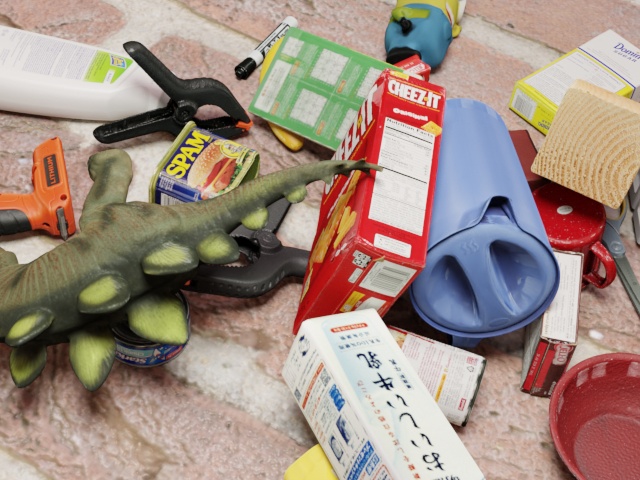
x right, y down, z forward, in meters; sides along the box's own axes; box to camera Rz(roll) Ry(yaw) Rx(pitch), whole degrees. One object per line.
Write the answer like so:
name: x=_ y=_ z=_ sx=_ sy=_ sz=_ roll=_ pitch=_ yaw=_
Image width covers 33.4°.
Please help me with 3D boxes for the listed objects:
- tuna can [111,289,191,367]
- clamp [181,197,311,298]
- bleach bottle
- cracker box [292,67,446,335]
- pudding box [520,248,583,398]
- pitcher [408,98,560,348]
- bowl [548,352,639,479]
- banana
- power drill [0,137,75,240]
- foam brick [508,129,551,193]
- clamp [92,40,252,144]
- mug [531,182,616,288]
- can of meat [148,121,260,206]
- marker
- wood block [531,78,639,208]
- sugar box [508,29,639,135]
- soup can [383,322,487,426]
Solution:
tuna can: x=-0.165 y=0.076 z=1.011 sx=0.086 sy=0.034 sz=0.086 roll=3 pitch=50 yaw=-4
clamp: x=-0.057 y=0.001 z=1.066 sx=0.209 sy=0.036 sz=0.165 roll=-11 pitch=51 yaw=-29
bleach bottle: x=-0.264 y=-0.173 z=1.190 sx=0.251 sy=0.068 sz=0.102 roll=12 pitch=51 yaw=1
cracker box: x=0.044 y=-0.028 z=0.990 sx=0.072 sy=0.164 sz=0.213 roll=19 pitch=52 yaw=-11
pudding box: x=0.220 y=0.078 z=1.012 sx=0.039 sy=0.090 sz=0.113 roll=11 pitch=50 yaw=3
pitcher: x=0.141 y=-0.024 z=1.033 sx=0.145 sy=0.149 sz=0.243 roll=42 pitch=27 yaw=-28
bowl: x=0.278 y=0.182 z=0.955 sx=0.162 sy=0.055 sz=0.162 roll=3 pitch=50 yaw=-4
banana: x=-0.037 y=-0.183 z=1.237 sx=0.069 sy=0.037 sz=0.197 roll=10 pitch=50 yaw=3
power drill: x=-0.351 y=-0.052 z=1.084 sx=0.187 sy=0.057 sz=0.184 roll=-12 pitch=56 yaw=-12
foam brick: x=0.209 y=-0.075 z=1.163 sx=0.051 sy=0.053 sz=0.078 roll=-7 pitch=51 yaw=-12
clamp: x=-0.160 y=-0.138 z=1.156 sx=0.171 sy=0.120 sz=0.039 roll=20 pitch=33 yaw=-31
mug: x=0.250 y=0.002 z=1.074 sx=0.093 sy=0.081 sz=0.117 roll=-34 pitch=60 yaw=-17
can of meat: x=-0.120 y=-0.066 z=1.119 sx=0.084 sy=0.057 sz=0.102 roll=22 pitch=52 yaw=9
marker: x=-0.066 y=-0.232 z=1.286 sx=0.020 sy=0.020 sz=0.121 roll=27 pitch=53 yaw=16
wood block: x=0.278 y=-0.104 z=1.078 sx=0.091 sy=0.090 sz=0.206 roll=25 pitch=16 yaw=10
sugar box: x=0.318 y=-0.182 z=1.269 sx=0.176 sy=0.048 sz=0.093 roll=-28 pitch=58 yaw=-30
soup can: x=0.094 y=0.123 z=0.977 sx=0.102 sy=0.068 sz=0.068 roll=18 pitch=51 yaw=8
